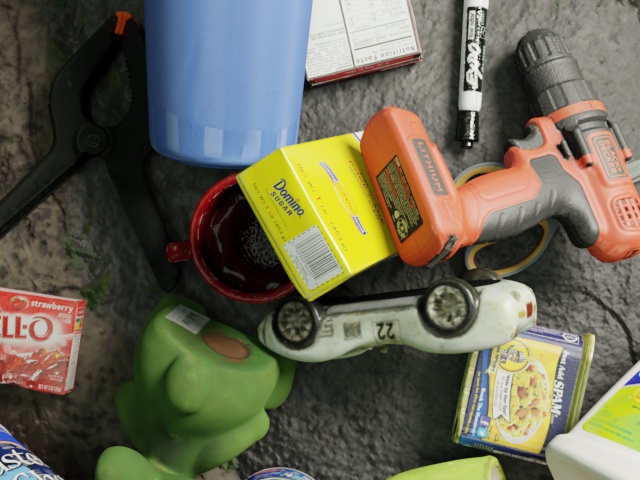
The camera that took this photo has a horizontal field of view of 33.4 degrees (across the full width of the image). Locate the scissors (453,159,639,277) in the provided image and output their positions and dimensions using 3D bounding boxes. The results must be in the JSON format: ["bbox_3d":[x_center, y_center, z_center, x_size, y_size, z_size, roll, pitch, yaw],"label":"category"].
[{"bbox_3d":[0.183,-0.049,0.801,0.202,0.016,0.096,-37,86,3],"label":"scissors"}]

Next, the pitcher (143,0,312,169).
[{"bbox_3d":[-0.068,-0.181,0.756,0.145,0.149,0.243,9,108,16],"label":"pitcher"}]

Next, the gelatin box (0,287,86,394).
[{"bbox_3d":[-0.232,0.076,0.827,0.089,0.030,0.073,9,89,5],"label":"gelatin box"}]

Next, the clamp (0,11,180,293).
[{"bbox_3d":[-0.161,-0.067,0.820,0.164,0.036,0.210,19,90,5],"label":"clamp"}]

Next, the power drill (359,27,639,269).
[{"bbox_3d":[0.125,-0.062,0.736,0.187,0.057,0.184,-10,68,-24],"label":"power drill"}]

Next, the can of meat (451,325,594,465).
[{"bbox_3d":[0.146,0.109,0.781,0.084,0.057,0.102,12,89,7],"label":"can of meat"}]

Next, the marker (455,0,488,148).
[{"bbox_3d":[0.114,-0.130,0.806,0.020,0.020,0.121,4,89,5],"label":"marker"}]

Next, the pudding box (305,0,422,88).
[{"bbox_3d":[0.022,-0.180,0.806,0.090,0.039,0.113,-12,90,5],"label":"pudding box"}]

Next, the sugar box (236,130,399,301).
[{"bbox_3d":[0.020,-0.025,0.734,0.048,0.176,0.093,-30,87,29],"label":"sugar box"}]

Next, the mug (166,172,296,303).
[{"bbox_3d":[-0.055,0.001,0.787,0.117,0.081,0.093,-13,88,4],"label":"mug"}]
